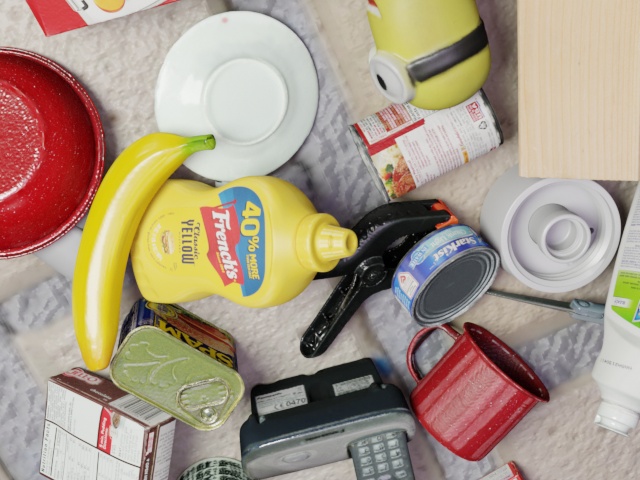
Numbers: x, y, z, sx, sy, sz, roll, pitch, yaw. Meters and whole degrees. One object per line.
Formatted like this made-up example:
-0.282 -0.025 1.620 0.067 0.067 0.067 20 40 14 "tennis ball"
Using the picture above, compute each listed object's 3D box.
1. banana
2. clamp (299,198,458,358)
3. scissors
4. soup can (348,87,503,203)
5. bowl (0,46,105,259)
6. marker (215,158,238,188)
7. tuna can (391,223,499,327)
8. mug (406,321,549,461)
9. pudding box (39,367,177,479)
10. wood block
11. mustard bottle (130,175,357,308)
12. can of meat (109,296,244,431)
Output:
-0.147 -0.003 0.788 0.037 0.070 0.198 14 105 -51 "banana"
0.027 0.016 0.851 0.171 0.039 0.120 -40 140 3 "clamp"
0.233 0.054 0.904 0.202 0.096 0.016 17 114 20 "scissors"
0.081 -0.081 0.826 0.102 0.068 0.068 -27 108 2 "soup can"
-0.240 -0.068 0.772 0.162 0.055 0.162 0 85 -3 "bowl"
-0.075 -0.091 0.831 0.020 0.020 0.121 -3 107 -6 "marker"
0.100 0.028 0.857 0.086 0.034 0.086 -25 144 -20 "tuna can"
0.120 0.120 0.889 0.117 0.093 0.081 44 104 15 "mug"
-0.173 0.164 0.860 0.114 0.039 0.090 19 109 30 "pudding box"
0.198 -0.155 0.791 0.091 0.090 0.206 3 108 22 "wood block"
-0.055 0.001 0.783 0.192 0.058 0.096 1 91 37 "mustard bottle"
-0.113 0.094 0.850 0.102 0.084 0.057 31 101 -14 "can of meat"
